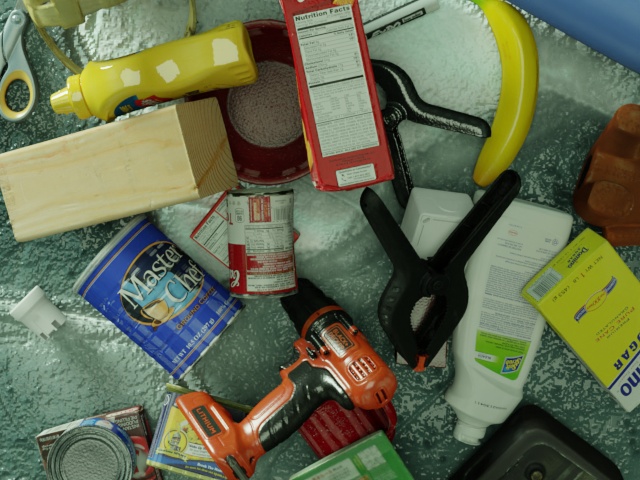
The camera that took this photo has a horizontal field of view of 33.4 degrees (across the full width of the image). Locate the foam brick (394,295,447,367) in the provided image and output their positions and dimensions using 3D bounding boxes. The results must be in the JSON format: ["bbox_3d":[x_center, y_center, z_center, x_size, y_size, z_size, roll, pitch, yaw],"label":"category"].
[{"bbox_3d":[0.103,0.086,1.083,0.053,0.051,0.078,4,96,2],"label":"foam brick"}]

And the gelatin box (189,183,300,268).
[{"bbox_3d":[-0.077,-0.006,1.091,0.089,0.030,0.073,39,97,-3],"label":"gelatin box"}]

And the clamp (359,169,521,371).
[{"bbox_3d":[0.093,0.030,0.994,0.164,0.036,0.210,-1,119,-27],"label":"clamp"}]

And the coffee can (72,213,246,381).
[{"bbox_3d":[-0.160,0.057,1.063,0.140,0.103,0.103,42,95,-3],"label":"coffee can"}]

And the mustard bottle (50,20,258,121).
[{"bbox_3d":[-0.156,-0.151,0.988,0.191,0.096,0.058,-14,94,3],"label":"mustard bottle"}]

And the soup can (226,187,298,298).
[{"bbox_3d":[-0.057,0.001,1.040,0.068,0.068,0.102,-2,97,2],"label":"soup can"}]

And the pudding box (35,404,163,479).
[{"bbox_3d":[-0.229,0.229,1.115,0.113,0.039,0.090,-14,95,3],"label":"pudding box"}]

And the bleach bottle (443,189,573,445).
[{"bbox_3d":[0.173,0.082,1.075,0.102,0.068,0.251,14,98,-5],"label":"bleach bottle"}]

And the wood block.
[{"bbox_3d":[-0.196,-0.067,1.027,0.206,0.090,0.090,-12,97,22],"label":"wood block"}]

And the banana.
[{"bbox_3d":[0.184,-0.153,1.066,0.070,0.037,0.198,-1,94,24],"label":"banana"}]

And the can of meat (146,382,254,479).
[{"bbox_3d":[-0.119,0.200,1.087,0.102,0.057,0.084,15,78,0],"label":"can of meat"}]

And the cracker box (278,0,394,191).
[{"bbox_3d":[0.007,-0.153,0.949,0.072,0.164,0.214,-12,96,1],"label":"cracker box"}]

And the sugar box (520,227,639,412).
[{"bbox_3d":[0.284,0.081,1.048,0.093,0.048,0.176,-43,113,3],"label":"sugar box"}]

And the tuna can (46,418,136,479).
[{"bbox_3d":[-0.230,0.224,1.077,0.086,0.034,0.086,0,95,0],"label":"tuna can"}]

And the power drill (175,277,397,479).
[{"bbox_3d":[-0.043,0.132,1.029,0.187,0.185,0.057,-36,133,-7],"label":"power drill"}]

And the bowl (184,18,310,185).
[{"bbox_3d":[-0.052,-0.136,1.064,0.162,0.055,0.162,0,96,2],"label":"bowl"}]

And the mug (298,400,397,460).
[{"bbox_3d":[0.030,0.179,1.070,0.117,0.093,0.081,-28,101,41],"label":"mug"}]

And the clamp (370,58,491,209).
[{"bbox_3d":[0.071,-0.114,1.070,0.171,0.039,0.120,37,105,5],"label":"clamp"}]

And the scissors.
[{"bbox_3d":[-0.296,-0.206,1.085,0.096,0.016,0.202,40,96,-4],"label":"scissors"}]

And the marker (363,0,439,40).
[{"bbox_3d":[0.061,-0.217,1.070,0.121,0.020,0.020,-23,95,4],"label":"marker"}]
